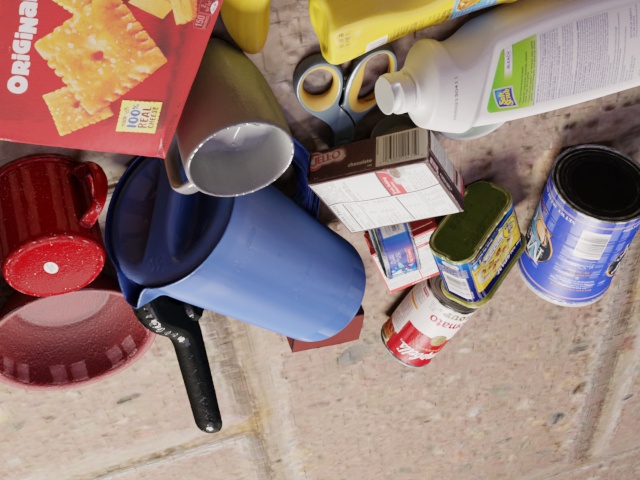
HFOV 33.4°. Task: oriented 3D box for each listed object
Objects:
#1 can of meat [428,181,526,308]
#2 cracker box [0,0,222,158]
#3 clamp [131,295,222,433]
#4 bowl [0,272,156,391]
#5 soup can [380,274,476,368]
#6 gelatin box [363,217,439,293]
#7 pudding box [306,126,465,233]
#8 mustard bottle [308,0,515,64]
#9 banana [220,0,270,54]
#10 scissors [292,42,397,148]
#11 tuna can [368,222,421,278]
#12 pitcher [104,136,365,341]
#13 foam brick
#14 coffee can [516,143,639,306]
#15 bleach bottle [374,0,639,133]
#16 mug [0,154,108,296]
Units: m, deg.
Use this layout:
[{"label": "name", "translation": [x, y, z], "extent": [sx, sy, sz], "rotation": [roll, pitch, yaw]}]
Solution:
[{"label": "can of meat", "translation": [0.157, 0.003, 1.067], "extent": [0.102, 0.058, 0.084], "rotation": [-52, 146, -18]}, {"label": "cracker box", "translation": [-0.181, -0.144, 0.695], "extent": [0.213, 0.072, 0.164], "rotation": [4, 129, -32]}, {"label": "clamp", "translation": [-0.121, 0.054, 0.993], "extent": [0.036, 0.164, 0.210], "rotation": [-7, 130, 29]}, {"label": "bowl", "translation": [-0.235, 0.074, 0.991], "extent": [0.162, 0.055, 0.162], "rotation": [-14, 145, -10]}, {"label": "soup can", "translation": [0.120, 0.084, 1.176], "extent": [0.068, 0.068, 0.102], "rotation": [6, 136, -33]}, {"label": "gelatin box", "translation": [0.091, 0.011, 1.095], "extent": [0.073, 0.030, 0.089], "rotation": [-23, 145, 5]}, {"label": "pudding box", "translation": [0.057, -0.050, 0.921], "extent": [0.114, 0.039, 0.090], "rotation": [-9, 148, 25]}, {"label": "mustard bottle", "translation": [0.088, -0.188, 0.786], "extent": [0.191, 0.058, 0.096], "rotation": [-20, 179, -3]}, {"label": "banana", "translation": [-0.033, -0.176, 0.723], "extent": [0.069, 0.037, 0.198], "rotation": [42, 157, -15]}, {"label": "scissors", "translation": [0.003, -0.094, 0.922], "extent": [0.096, 0.016, 0.202], "rotation": [1, 140, -26]}, {"label": "tuna can", "translation": [0.065, -0.007, 1.009], "extent": [0.033, 0.086, 0.086], "rotation": [-19, 145, -1]}, {"label": "pitcher", "translation": [-0.056, 0.001, 0.937], "extent": [0.149, 0.145, 0.242], "rotation": [-23, 151, 25]}, {"label": "foam brick", "translation": [0.001, 0.077, 1.118], "extent": [0.078, 0.053, 0.051], "rotation": [-11, 144, -15]}, {"label": "coffee can", "translation": [0.267, -0.013, 1.089], "extent": [0.102, 0.103, 0.140], "rotation": [-10, 144, -15]}, {"label": "bleach bottle", "translation": [0.157, -0.147, 0.829], "extent": [0.250, 0.068, 0.102], "rotation": [-17, 117, -23]}, {"label": "mug", "translation": [-0.212, -0.015, 0.860], "extent": [0.117, 0.081, 0.093], "rotation": [-37, 142, 21]}]
